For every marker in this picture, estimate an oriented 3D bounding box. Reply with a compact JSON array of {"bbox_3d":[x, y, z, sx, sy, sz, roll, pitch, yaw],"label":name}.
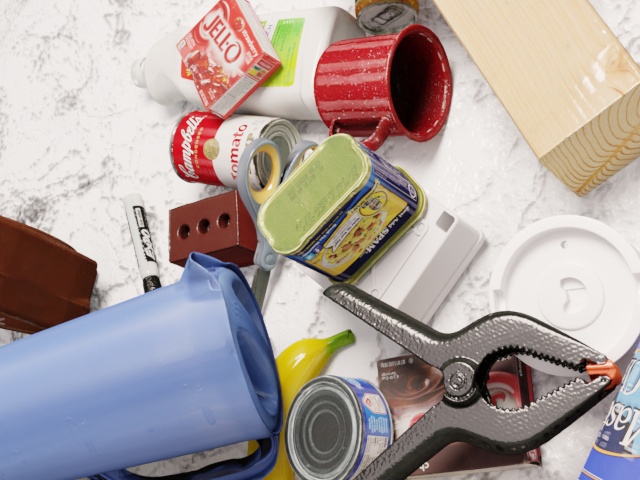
[{"bbox_3d":[-0.167,0.009,1.011,0.020,0.020,0.121,-30,59,22],"label":"marker"}]

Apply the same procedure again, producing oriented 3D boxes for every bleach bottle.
[{"bbox_3d":[-0.080,-0.154,0.985,0.251,0.068,0.102,2,74,37],"label":"bleach bottle"}]

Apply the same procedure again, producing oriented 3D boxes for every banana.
[{"bbox_3d":[-0.027,0.161,0.852,0.070,0.037,0.198,4,76,35],"label":"banana"}]

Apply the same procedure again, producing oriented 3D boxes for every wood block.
[{"bbox_3d":[0.165,-0.148,0.799,0.091,0.090,0.206,-38,57,18],"label":"wood block"}]

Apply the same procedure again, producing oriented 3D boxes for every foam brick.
[{"bbox_3d":[-0.088,-0.005,0.942,0.078,0.051,0.053,-15,66,29],"label":"foam brick"}]

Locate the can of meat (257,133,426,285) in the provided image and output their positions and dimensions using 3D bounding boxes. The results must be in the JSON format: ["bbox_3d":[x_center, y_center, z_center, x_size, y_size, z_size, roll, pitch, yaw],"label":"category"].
[{"bbox_3d":[0.015,-0.022,0.786,0.102,0.083,0.057,-46,55,12],"label":"can of meat"}]

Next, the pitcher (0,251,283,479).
[{"bbox_3d":[-0.153,0.122,0.806,0.243,0.145,0.149,-17,65,7],"label":"pitcher"}]

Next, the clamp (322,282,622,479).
[{"bbox_3d":[0.092,0.108,0.715,0.210,0.036,0.164,-2,75,25],"label":"clamp"}]

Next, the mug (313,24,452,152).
[{"bbox_3d":[0.044,-0.116,0.866,0.082,0.093,0.117,2,58,39],"label":"mug"}]

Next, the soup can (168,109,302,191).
[{"bbox_3d":[-0.075,-0.079,0.950,0.102,0.068,0.068,10,79,35],"label":"soup can"}]

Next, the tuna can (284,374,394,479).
[{"bbox_3d":[0.012,0.143,0.794,0.086,0.033,0.086,-16,68,44],"label":"tuna can"}]

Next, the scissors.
[{"bbox_3d":[-0.056,0.001,0.898,0.016,0.096,0.202,18,81,47],"label":"scissors"}]

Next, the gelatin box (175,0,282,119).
[{"bbox_3d":[-0.081,-0.162,0.927,0.073,0.030,0.089,-41,54,21],"label":"gelatin box"}]

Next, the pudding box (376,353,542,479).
[{"bbox_3d":[0.100,0.125,0.778,0.114,0.039,0.090,-15,67,30],"label":"pudding box"}]
